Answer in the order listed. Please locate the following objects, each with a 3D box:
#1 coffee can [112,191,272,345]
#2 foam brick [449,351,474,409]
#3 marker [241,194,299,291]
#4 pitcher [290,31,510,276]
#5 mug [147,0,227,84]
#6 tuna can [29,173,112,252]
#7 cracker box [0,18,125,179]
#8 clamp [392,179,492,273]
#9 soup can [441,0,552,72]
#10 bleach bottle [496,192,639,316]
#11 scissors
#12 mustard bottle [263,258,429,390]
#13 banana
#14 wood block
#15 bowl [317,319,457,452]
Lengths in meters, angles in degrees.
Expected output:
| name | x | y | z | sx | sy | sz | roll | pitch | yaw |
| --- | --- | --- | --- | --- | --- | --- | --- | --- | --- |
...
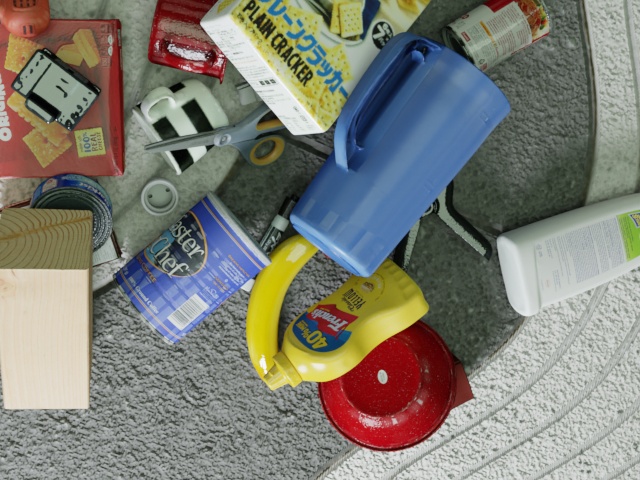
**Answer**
| name | x | y | z | sx | sy | sz | roll | pitch | yaw |
| --- | --- | --- | --- | --- | --- | --- | --- | --- | --- |
| coffee can | -0.138 | 0.030 | 1.153 | 0.140 | 0.103 | 0.102 | -41 | 105 | 0 |
| foam brick | 0.132 | 0.172 | 1.255 | 0.078 | 0.053 | 0.051 | -26 | 104 | -3 |
| marker | -0.058 | 0.001 | 1.205 | 0.020 | 0.020 | 0.121 | 29 | 94 | -14 |
| pitcher | 0.073 | -0.090 | 1.118 | 0.149 | 0.145 | 0.243 | 38 | 86 | -4 |
| mug | -0.134 | -0.210 | 1.106 | 0.081 | 0.117 | 0.093 | 12 | 131 | -7 |
| tuna can | -0.258 | -0.026 | 1.102 | 0.086 | 0.034 | 0.086 | -4 | 123 | -6 |
| cracker box | -0.312 | -0.148 | 1.104 | 0.213 | 0.072 | 0.164 | -1 | 100 | -9 |
| clamp | 0.130 | -0.037 | 1.219 | 0.120 | 0.039 | 0.171 | -10 | 102 | -6 |
| soup can | 0.195 | -0.232 | 1.180 | 0.102 | 0.068 | 0.068 | -31 | 104 | -2 |
| bleach bottle | 0.339 | 0.005 | 1.255 | 0.250 | 0.068 | 0.102 | -16 | 103 | -9 |
| scissors | -0.100 | -0.097 | 1.126 | 0.201 | 0.016 | 0.096 | -26 | 145 | -30 |
| mustard bottle | 0.019 | 0.100 | 1.168 | 0.191 | 0.096 | 0.058 | -37 | 130 | -8 |
| banana | -0.046 | 0.067 | 1.200 | 0.069 | 0.037 | 0.198 | 26 | 107 | 2 |
| wood block | -0.281 | 0.074 | 1.096 | 0.090 | 0.090 | 0.206 | 2 | 132 | -10 |
| bowl | 0.071 | 0.155 | 1.200 | 0.162 | 0.055 | 0.162 | -3 | 77 | 11 |
